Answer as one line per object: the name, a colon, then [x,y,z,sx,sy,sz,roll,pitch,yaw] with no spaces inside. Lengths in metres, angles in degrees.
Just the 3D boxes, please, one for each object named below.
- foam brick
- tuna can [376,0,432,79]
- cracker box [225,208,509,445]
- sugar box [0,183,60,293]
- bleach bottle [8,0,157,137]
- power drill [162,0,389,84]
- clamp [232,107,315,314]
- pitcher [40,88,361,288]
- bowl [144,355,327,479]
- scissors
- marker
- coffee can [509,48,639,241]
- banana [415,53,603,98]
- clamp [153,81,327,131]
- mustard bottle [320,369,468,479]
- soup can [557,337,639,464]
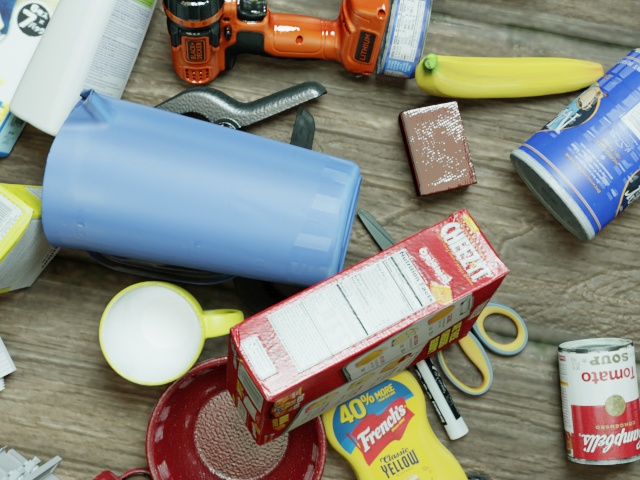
foam brick: [0.104,-0.082,0.956,0.051,0.053,0.078,-14,92,2]
tuna can: [0.074,-0.186,0.937,0.033,0.086,0.086,10,92,-2]
cracker box: [0.030,0.073,0.862,0.213,0.164,0.072,-27,72,-15]
sugar box: [-0.261,-0.001,0.907,0.048,0.176,0.093,39,92,-2]
bleach bottle: [-0.178,-0.209,0.923,0.068,0.102,0.251,29,98,14]
power drill: [-0.039,-0.196,0.903,0.187,0.184,0.057,1,68,-4]
clamp: [-0.056,0.001,0.958,0.165,0.036,0.210,-14,104,14]
pitcher: [-0.095,-0.028,0.880,0.243,0.149,0.145,13,90,4]
bowl: [-0.074,0.181,0.968,0.162,0.055,0.162,0,92,2]
scissors: [0.119,0.043,0.978,0.096,0.016,0.202,-25,91,1]
marker: [0.100,0.125,0.979,0.020,0.020,0.121,-27,91,2]
coffee can: [0.251,-0.082,0.927,0.140,0.103,0.103,-41,90,2]
banana: [0.155,-0.143,0.935,0.197,0.070,0.037,-4,100,-29]
clamp: [-0.077,-0.104,0.967,0.171,0.039,0.120,18,93,-3]
mustard bottle: [0.054,0.166,0.963,0.096,0.058,0.191,-27,90,-1]
soup can: [0.250,0.142,0.952,0.068,0.068,0.102,-6,91,2]
